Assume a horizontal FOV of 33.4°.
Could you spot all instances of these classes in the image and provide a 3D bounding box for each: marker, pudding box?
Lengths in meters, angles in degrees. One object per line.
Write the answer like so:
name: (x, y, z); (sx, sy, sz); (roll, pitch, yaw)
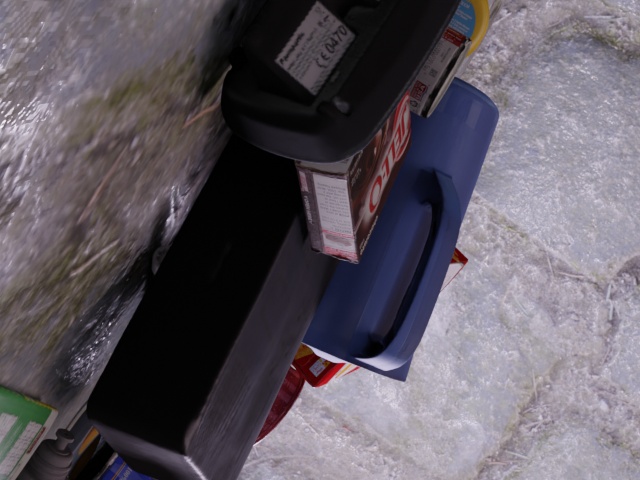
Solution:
marker: (-0.112, 0.039, 0.749); (0.020, 0.020, 0.121); (-56, 174, -30)
pudding box: (0.025, -0.057, 0.686); (0.090, 0.039, 0.113); (79, 32, -52)

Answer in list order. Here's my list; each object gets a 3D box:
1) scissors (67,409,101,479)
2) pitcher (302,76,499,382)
scissors: (-0.199, 0.179, 0.753); (0.201, 0.016, 0.096); (-53, 173, -46)
pitcher: (0.056, -0.015, 0.855); (0.243, 0.149, 0.145); (-67, 159, -1)
